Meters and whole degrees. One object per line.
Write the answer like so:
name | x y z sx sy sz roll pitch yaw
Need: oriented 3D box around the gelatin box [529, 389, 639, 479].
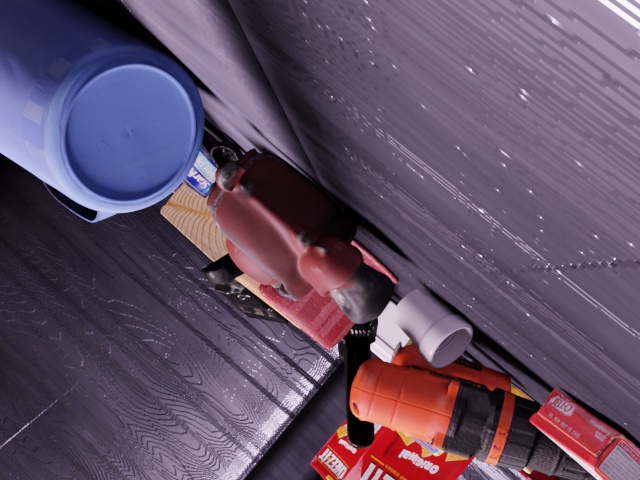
gelatin box | 0.185 0.139 0.674 0.089 0.030 0.073 42 178 -24

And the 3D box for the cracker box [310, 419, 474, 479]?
cracker box | 0.117 0.251 1.347 0.164 0.213 0.072 42 176 -36

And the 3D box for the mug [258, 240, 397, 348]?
mug | -0.002 0.030 0.875 0.093 0.081 0.117 38 176 36

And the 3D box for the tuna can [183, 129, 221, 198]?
tuna can | -0.115 -0.080 0.930 0.086 0.034 0.086 51 -174 -8

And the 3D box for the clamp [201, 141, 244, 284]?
clamp | -0.049 0.002 0.923 0.039 0.120 0.171 -2 156 34

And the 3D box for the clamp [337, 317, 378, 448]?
clamp | 0.036 0.095 1.032 0.036 0.164 0.210 5 -171 -6

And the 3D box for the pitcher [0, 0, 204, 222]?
pitcher | -0.177 -0.094 0.751 0.149 0.145 0.243 28 -178 -38

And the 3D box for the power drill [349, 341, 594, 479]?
power drill | 0.116 0.127 0.811 0.184 0.057 0.187 18 179 5

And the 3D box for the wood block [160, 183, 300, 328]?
wood block | -0.057 0.002 1.073 0.091 0.090 0.206 40 177 31
